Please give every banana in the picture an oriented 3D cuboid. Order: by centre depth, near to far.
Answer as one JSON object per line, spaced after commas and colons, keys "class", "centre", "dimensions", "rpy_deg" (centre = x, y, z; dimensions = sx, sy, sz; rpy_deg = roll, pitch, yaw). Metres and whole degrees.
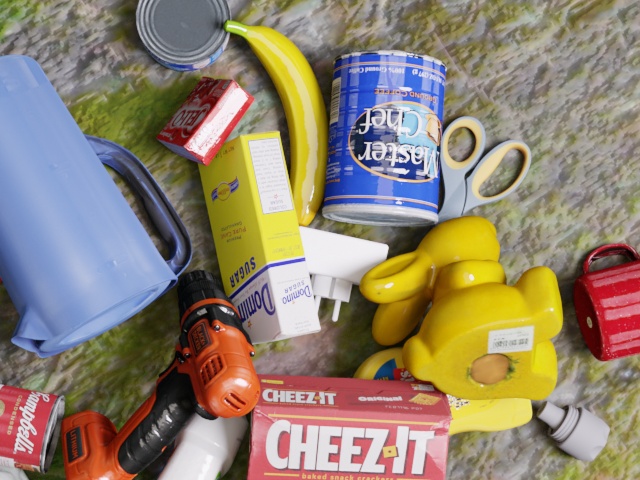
{"class": "banana", "centre": [-0.027, -0.114, 0.974], "dimensions": [0.069, 0.037, 0.198], "rpy_deg": [-21, 92, -13]}

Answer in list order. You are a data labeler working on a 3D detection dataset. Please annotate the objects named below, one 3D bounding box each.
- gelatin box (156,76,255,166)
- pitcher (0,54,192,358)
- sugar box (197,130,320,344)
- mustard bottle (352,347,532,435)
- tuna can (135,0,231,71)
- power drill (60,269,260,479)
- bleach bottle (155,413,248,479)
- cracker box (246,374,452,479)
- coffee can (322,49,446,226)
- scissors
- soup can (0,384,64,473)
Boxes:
{"class": "gelatin box", "centre": [-0.103, -0.107, 0.943], "dimensions": [0.030, 0.089, 0.073], "rpy_deg": [39, 84, -25]}
{"class": "pitcher", "centre": [-0.228, -0.035, 0.918], "dimensions": [0.145, 0.149, 0.243], "rpy_deg": [-31, 85, 8]}
{"class": "sugar box", "centre": [-0.056, 0.001, 0.934], "dimensions": [0.048, 0.094, 0.176], "rpy_deg": [-7, 84, -32]}
{"class": "mustard bottle", "centre": [0.085, 0.140, 0.955], "dimensions": [0.191, 0.058, 0.096], "rpy_deg": [-14, 86, -5]}
{"class": "tuna can", "centre": [-0.124, -0.199, 0.977], "dimensions": [0.086, 0.034, 0.086], "rpy_deg": [0, 86, -5]}
{"class": "power drill", "centre": [-0.139, 0.125, 0.906], "dimensions": [0.188, 0.184, 0.057], "rpy_deg": [-44, 120, 10]}
{"class": "bleach bottle", "centre": [-0.127, 0.233, 0.921], "dimensions": [0.068, 0.102, 0.250], "rpy_deg": [27, 78, 2]}
{"class": "cracker box", "centre": [0.017, 0.227, 0.904], "dimensions": [0.164, 0.072, 0.214], "rpy_deg": [3, 108, -4]}
{"class": "coffee can", "centre": [0.057, -0.087, 0.948], "dimensions": [0.102, 0.103, 0.140], "rpy_deg": [4, 85, -4]}
{"class": "scissors", "centre": [0.107, -0.036, 0.992], "dimensions": [0.201, 0.016, 0.096], "rpy_deg": [-39, 88, -6]}
{"class": "soup can", "centre": [-0.279, 0.157, 0.920], "dimensions": [0.102, 0.068, 0.068], "rpy_deg": [12, 85, -4]}
